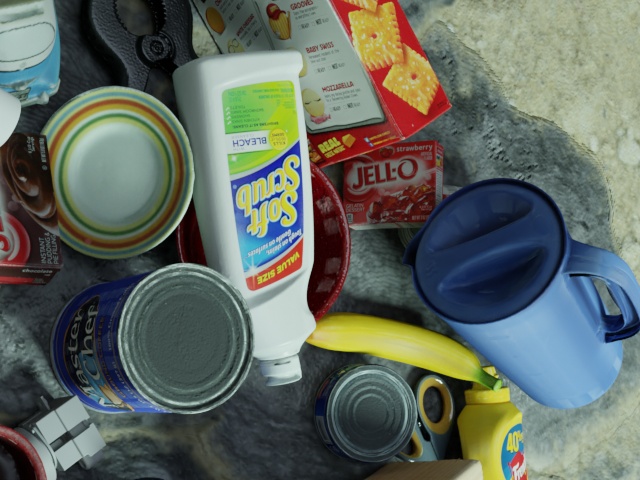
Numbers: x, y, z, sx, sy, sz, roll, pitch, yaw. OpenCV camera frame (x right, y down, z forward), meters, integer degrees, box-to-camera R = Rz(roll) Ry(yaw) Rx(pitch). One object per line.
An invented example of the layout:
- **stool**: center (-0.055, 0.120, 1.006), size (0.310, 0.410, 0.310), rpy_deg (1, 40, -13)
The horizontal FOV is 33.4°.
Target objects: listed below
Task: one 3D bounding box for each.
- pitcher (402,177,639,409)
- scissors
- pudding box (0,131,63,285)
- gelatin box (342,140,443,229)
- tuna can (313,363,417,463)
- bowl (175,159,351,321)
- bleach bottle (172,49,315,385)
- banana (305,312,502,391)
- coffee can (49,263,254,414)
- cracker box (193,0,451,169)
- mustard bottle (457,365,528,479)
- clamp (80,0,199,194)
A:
- **pitcher**: center (0.194, 0.060, 0.936), size (0.145, 0.149, 0.242), rpy_deg (-39, 139, 6)
- **scissors**: center (0.117, 0.210, 0.984), size (0.096, 0.016, 0.201), rpy_deg (-42, 105, -30)
- **pudding box**: center (-0.238, -0.025, 0.761), size (0.089, 0.039, 0.113), rpy_deg (5, 60, -37)
- **gelatin box**: center (0.064, -0.048, 0.949), size (0.030, 0.089, 0.073), rpy_deg (19, 71, -65)
- **tuna can**: center (0.039, 0.149, 0.921), size (0.086, 0.034, 0.086), rpy_deg (2, 82, -17)
- **bowl**: center (-0.056, 0.001, 0.883), size (0.161, 0.055, 0.162), rpy_deg (5, 80, -32)
- **bleach bottle**: center (-0.044, -0.016, 0.824), size (0.102, 0.068, 0.251), rpy_deg (-11, 91, -32)
- **banana**: center (0.066, 0.090, 0.940), size (0.197, 0.070, 0.037), rpy_deg (15, 92, -21)
- **coffee can**: center (-0.126, 0.075, 0.777), size (0.102, 0.141, 0.103), rpy_deg (5, 80, -31)
- **cracker box**: center (-0.009, -0.171, 0.875), size (0.072, 0.164, 0.213), rpy_deg (-35, 102, -33)
- **mustard bottle**: center (0.160, 0.211, 0.976), size (0.096, 0.058, 0.191), rpy_deg (7, 76, -64)
- **clamp**: center (-0.144, -0.143, 0.862), size (0.164, 0.036, 0.210), rpy_deg (-30, 99, -29)
